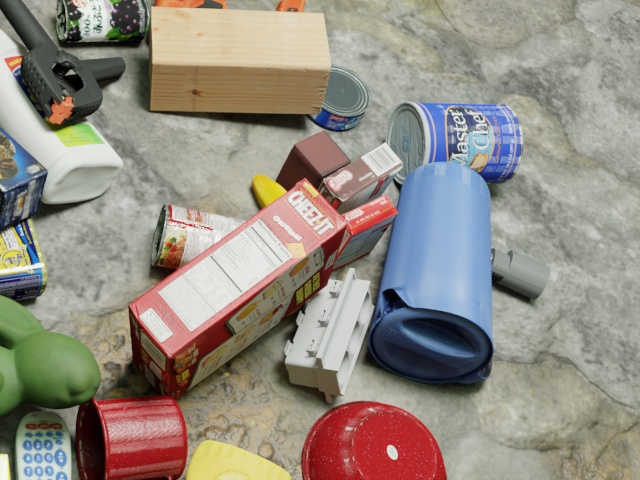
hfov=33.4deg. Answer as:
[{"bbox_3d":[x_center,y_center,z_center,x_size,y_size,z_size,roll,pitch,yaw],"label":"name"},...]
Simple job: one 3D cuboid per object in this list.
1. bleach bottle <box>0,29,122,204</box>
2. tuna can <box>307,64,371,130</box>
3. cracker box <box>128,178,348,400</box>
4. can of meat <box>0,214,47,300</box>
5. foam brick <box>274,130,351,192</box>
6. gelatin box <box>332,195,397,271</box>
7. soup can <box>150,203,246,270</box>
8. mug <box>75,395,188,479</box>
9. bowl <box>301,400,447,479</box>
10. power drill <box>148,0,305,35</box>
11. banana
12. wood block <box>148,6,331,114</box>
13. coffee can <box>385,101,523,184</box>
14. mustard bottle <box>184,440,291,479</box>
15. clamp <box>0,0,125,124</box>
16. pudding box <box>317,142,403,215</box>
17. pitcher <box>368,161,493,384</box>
[{"bbox_3d":[-0.325,-0.152,1.163,0.251,0.068,0.102,49,27,16],"label":"bleach bottle"},{"bbox_3d":[0.019,-0.182,1.357,0.086,0.034,0.086,11,53,-16],"label":"tuna can"},{"bbox_3d":[-0.083,0.051,1.036,0.213,0.164,0.072,-37,76,-20],"label":"cracker box"},{"bbox_3d":[-0.326,0.015,1.061,0.083,0.058,0.102,-9,61,-29],"label":"can of meat"},{"bbox_3d":[-0.010,-0.079,1.246,0.052,0.078,0.051,-30,72,-38],"label":"foam brick"},{"bbox_3d":[0.039,-0.007,1.208,0.073,0.089,0.030,-26,70,-34],"label":"gelatin box"},{"bbox_3d":[-0.125,0.004,1.146,0.102,0.069,0.068,12,53,-16],"label":"soup can"},{"bbox_3d":[-0.170,0.196,0.979,0.081,0.093,0.117,-1,52,-29],"label":"mug"},{"bbox_3d":[0.065,0.225,1.079,0.162,0.055,0.162,11,53,-15],"label":"bowl"},{"bbox_3d":[-0.118,-0.301,1.371,0.187,0.057,0.184,15,56,-9],"label":"power drill"},{"bbox_3d":[-0.040,0.007,1.198,0.069,0.037,0.198,9,54,-18],"label":"banana"},{"bbox_3d":[-0.099,-0.212,1.270,0.206,0.091,0.090,0,57,-11],"label":"wood block"},{"bbox_3d":[0.166,-0.120,1.332,0.140,0.103,0.103,-2,58,-24],"label":"coffee can"},{"bbox_3d":[-0.103,0.282,0.960,0.096,0.058,0.191,22,57,4],"label":"mustard bottle"},{"bbox_3d":[-0.290,-0.194,1.165,0.164,0.036,0.210,32,24,-23],"label":"clamp"},{"bbox_3d":[0.035,-0.055,1.240,0.113,0.090,0.039,-31,74,-36],"label":"pudding box"},{"bbox_3d":[0.138,0.036,1.208,0.145,0.149,0.242,10,49,2],"label":"pitcher"}]
